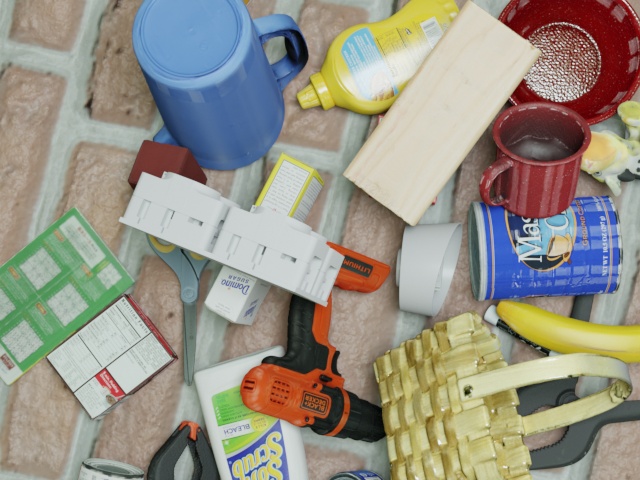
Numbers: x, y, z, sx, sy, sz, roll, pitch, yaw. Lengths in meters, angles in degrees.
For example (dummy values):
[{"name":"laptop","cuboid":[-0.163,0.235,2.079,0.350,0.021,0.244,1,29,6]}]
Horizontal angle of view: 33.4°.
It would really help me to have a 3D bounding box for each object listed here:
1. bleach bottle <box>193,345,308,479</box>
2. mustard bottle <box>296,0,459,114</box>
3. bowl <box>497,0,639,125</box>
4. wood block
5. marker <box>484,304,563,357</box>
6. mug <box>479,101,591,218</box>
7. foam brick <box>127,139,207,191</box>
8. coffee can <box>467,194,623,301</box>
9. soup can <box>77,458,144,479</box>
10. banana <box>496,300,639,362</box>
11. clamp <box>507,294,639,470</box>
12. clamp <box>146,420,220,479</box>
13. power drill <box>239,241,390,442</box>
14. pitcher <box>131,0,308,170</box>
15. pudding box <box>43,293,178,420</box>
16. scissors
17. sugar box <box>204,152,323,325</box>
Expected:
[{"name":"bleach bottle","cuboid":[-0.051,0.243,1.113,0.102,0.068,0.251,-17,88,3]},{"name":"mustard bottle","cuboid":[0.064,-0.188,1.135,0.191,0.058,0.096,-25,88,1]},{"name":"bowl","cuboid":[0.258,-0.194,1.128,0.162,0.055,0.162,0,86,3]},{"name":"wood block","cuboid":[0.121,-0.124,1.067,0.090,0.090,0.206,36,98,3]},{"name":"marker","cuboid":[0.226,0.104,1.109,0.121,0.020,0.020,30,88,25]},{"name":"mug","cuboid":[0.203,-0.070,1.040,0.117,0.081,0.093,-30,51,-22]},{"name":"foam brick","cuboid":[-0.159,-0.063,1.119,0.053,0.078,0.051,13,72,15]},{"name":"coffee can","cuboid":[0.227,0.008,1.093,0.140,0.103,0.103,-3,86,2]},{"name":"soup can","cuboid":[-0.228,0.286,1.114,0.068,0.068,0.102,13,87,3]},{"name":"banana","cuboid":[0.279,0.093,1.081,0.198,0.069,0.037,3,122,2]},{"name":"clamp","cuboid":[0.259,0.160,1.115,0.210,0.036,0.164,-35,76,4]},{"name":"clamp","cuboid":[-0.138,0.279,1.119,0.120,0.039,0.171,22,78,-30]},{"name":"power drill","cuboid":[0.015,0.105,1.094,0.184,0.057,0.187,23,73,-36]},{"name":"pitcher","cuboid":[-0.100,-0.168,1.050,0.145,0.243,0.149,14,80,5]},{"name":"pudding box","cuboid":[-0.223,0.124,1.139,0.113,0.039,0.090,-38,85,-2]},{"name":"scissors","cuboid":[-0.157,0.046,1.144,0.096,0.016,0.202,14,81,8]},{"name":"sugar box","cuboid":[-0.058,0.001,1.111,0.048,0.093,0.176,29,88,9]}]
